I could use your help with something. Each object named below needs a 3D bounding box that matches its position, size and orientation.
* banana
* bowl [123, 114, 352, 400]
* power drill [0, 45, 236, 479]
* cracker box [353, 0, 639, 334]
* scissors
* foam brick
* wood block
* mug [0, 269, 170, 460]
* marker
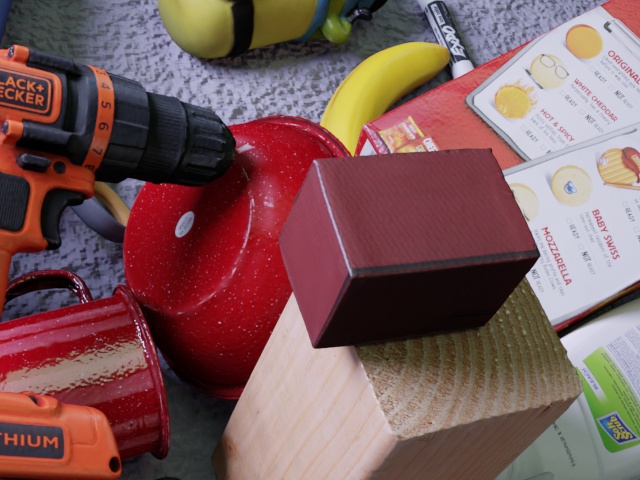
[{"bbox_3d":[0.039,-0.087,0.751,0.069,0.037,0.197,35,50,-15],"label":"banana"},{"bbox_3d":[-0.054,0.001,0.568,0.055,0.162,0.162,24,40,-49],"label":"bowl"},{"bbox_3d":[-0.122,0.010,0.466,0.184,0.057,0.187,9,72,-32],"label":"power drill"},{"bbox_3d":[0.152,-0.038,0.666,0.213,0.072,0.164,-28,77,-13],"label":"cracker box"},{"bbox_3d":[-0.148,-0.033,0.576,0.096,0.016,0.201,53,9,-2],"label":"scissors"},{"bbox_3d":[0.031,0.003,0.400,0.078,0.053,0.051,-5,57,-24],"label":"foam brick"},{"bbox_3d":[0.022,0.089,0.502,0.090,0.206,0.090,-8,59,-25],"label":"wood block"},{"bbox_3d":[-0.133,0.066,0.539,0.081,0.093,0.117,-13,63,-22],"label":"mug"},{"bbox_3d":[0.103,-0.148,0.827,0.020,0.020,0.121,-4,57,-23],"label":"marker"}]
